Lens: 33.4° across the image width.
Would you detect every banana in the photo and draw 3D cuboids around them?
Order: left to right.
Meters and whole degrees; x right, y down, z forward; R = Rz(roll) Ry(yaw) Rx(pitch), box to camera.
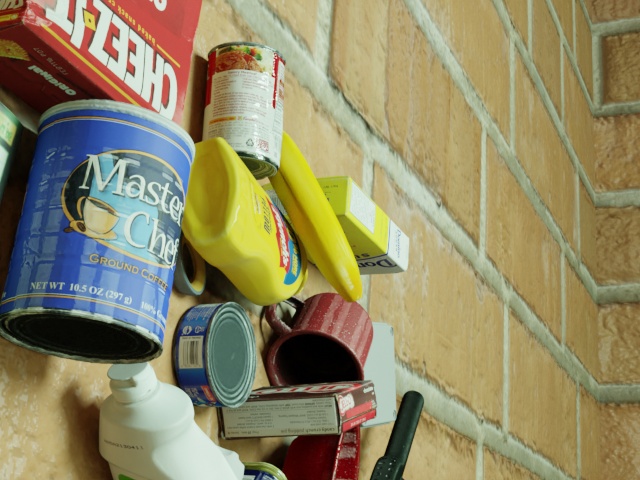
[{"bbox_3d":[-0.014,-0.036,0.935,0.198,0.037,0.069,62,7,32],"label":"banana"}]

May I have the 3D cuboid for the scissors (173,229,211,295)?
[{"bbox_3d":[-0.121,-0.036,0.833,0.201,0.016,0.096,61,31,-45],"label":"scissors"}]

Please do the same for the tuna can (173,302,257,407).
[{"bbox_3d":[-0.085,0.094,0.872,0.086,0.034,0.086,-4,90,-67],"label":"tuna can"}]

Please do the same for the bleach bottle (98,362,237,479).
[{"bbox_3d":[-0.090,0.192,0.756,0.068,0.103,0.251,-53,134,-51],"label":"bleach bottle"}]

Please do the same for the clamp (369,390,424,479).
[{"bbox_3d":[0.070,0.272,1.138,0.209,0.036,0.165,-47,147,-67],"label":"clamp"}]

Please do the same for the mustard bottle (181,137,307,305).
[{"bbox_3d":[-0.055,0.001,0.886,0.191,0.058,0.096,52,23,-57],"label":"mustard bottle"}]

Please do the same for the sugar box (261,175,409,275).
[{"bbox_3d":[0.017,-0.009,1.056,0.176,0.093,0.048,42,49,-57],"label":"sugar box"}]

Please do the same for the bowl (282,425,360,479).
[{"bbox_3d":[-0.003,0.232,0.988,0.162,0.055,0.162,5,90,-79],"label":"bowl"}]

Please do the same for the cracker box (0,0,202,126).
[{"bbox_3d":[-0.148,-0.186,0.718,0.164,0.072,0.213,40,50,-54],"label":"cracker box"}]

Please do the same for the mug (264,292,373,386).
[{"bbox_3d":[-0.005,0.095,1.011,0.117,0.093,0.081,40,31,-8],"label":"mug"}]

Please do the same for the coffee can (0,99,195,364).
[{"bbox_3d":[-0.140,-0.003,0.675,0.102,0.103,0.140,45,46,-57],"label":"coffee can"}]

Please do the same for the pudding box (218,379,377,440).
[{"bbox_3d":[-0.018,0.145,0.919,0.090,0.114,0.039,2,80,-67],"label":"pudding box"}]

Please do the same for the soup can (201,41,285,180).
[{"bbox_3d":[-0.066,-0.109,0.911,0.068,0.069,0.102,32,57,-62],"label":"soup can"}]
